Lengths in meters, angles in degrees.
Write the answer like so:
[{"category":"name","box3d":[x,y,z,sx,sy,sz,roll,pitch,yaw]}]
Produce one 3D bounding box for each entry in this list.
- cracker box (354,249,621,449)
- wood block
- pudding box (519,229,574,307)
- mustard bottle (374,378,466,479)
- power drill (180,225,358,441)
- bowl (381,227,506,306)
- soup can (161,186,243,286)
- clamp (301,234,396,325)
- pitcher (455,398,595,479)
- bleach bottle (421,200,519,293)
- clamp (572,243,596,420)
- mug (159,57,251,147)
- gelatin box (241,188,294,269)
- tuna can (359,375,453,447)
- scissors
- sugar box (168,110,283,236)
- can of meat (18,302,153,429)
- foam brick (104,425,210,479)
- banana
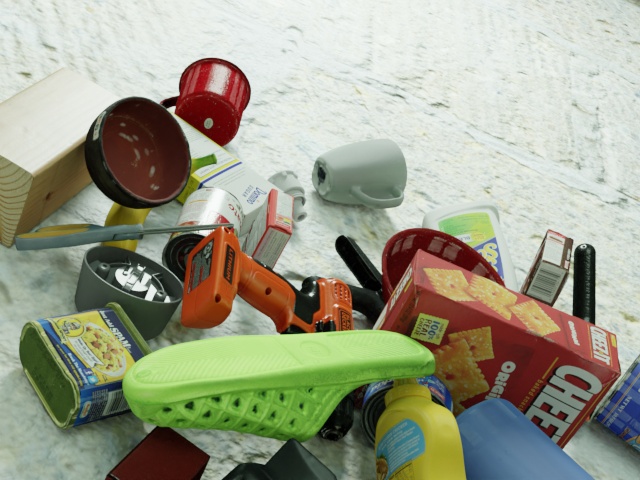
[{"category":"cracker box","box3d":[0.153,0.125,1.030,0.213,0.164,0.072,24,32,-5]},{"category":"wood block","box3d":[-0.287,-0.091,1.087,0.090,0.091,0.205,29,30,3]},{"category":"pudding box","box3d":[0.261,0.056,1.268,0.039,0.114,0.090,23,30,4]},{"category":"mustard bottle","box3d":[0.084,0.195,0.898,0.058,0.096,0.191,11,49,-23]},{"category":"power drill","box3d":[-0.041,0.083,1.003,0.187,0.057,0.184,33,34,-29]},{"category":"bowl","box3d":[0.124,0.064,1.141,0.162,0.055,0.162,18,44,-19]},{"category":"soup can","box3d":[-0.120,-0.004,1.107,0.068,0.069,0.102,23,31,-7]},{"category":"clamp","box3d":[0.067,0.059,1.184,0.171,0.039,0.120,31,40,-5]},{"category":"pitcher","box3d":[0.191,0.258,0.913,0.149,0.145,0.243,9,30,-49]},{"category":"bleach bottle","box3d":[0.191,0.055,1.247,0.102,0.068,0.251,-10,40,-4]},{"category":"clamp","box3d":[0.298,0.115,1.207,0.036,0.164,0.209,-4,30,24]},{"category":"mug","box3d":[-0.148,-0.166,1.322,0.117,0.093,0.081,-4,37,7]},{"category":"gelatin box","box3d":[-0.057,0.001,1.126,0.030,0.089,0.073,21,31,-13]},{"category":"tuna can","box3d":[0.081,0.161,0.997,0.086,0.086,0.033,25,29,-3]},{"category":"scissors","box3d":[-0.191,-0.010,1.029,0.201,0.016,0.096,-6,9,-16]},{"category":"sugar box","box3d":[-0.138,-0.077,1.226,0.176,0.048,0.093,39,33,11]},{"category":"can of meat","box3d":[-0.195,0.105,0.898,0.083,0.057,0.102,-9,46,-42]},{"category":"foam brick","box3d":[-0.131,0.189,0.824,0.051,0.053,0.078,33,31,9]},{"category":"banana","box3d":[-0.183,-0.040,1.115,0.070,0.037,0.197,-5,35,33]}]
